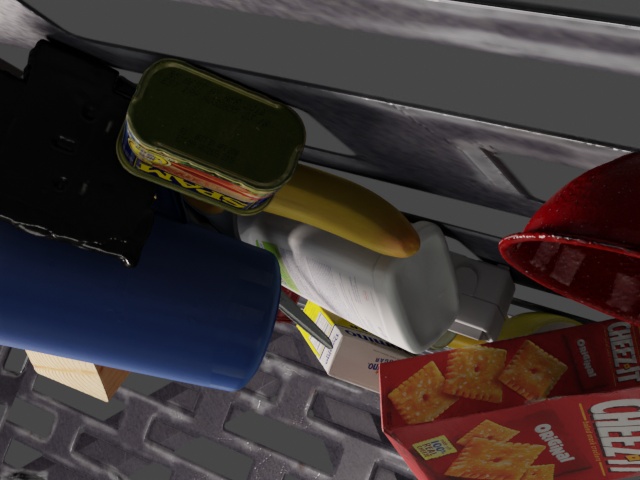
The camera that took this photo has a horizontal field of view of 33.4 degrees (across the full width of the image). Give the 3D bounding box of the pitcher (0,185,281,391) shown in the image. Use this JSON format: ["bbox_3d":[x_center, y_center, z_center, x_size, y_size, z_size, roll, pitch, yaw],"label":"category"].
[{"bbox_3d":[-0.153,0.017,0.758,0.242,0.145,0.149,17,139,-14],"label":"pitcher"}]

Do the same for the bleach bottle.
[{"bbox_3d":[-0.007,0.005,0.855,0.251,0.068,0.102,22,143,43],"label":"bleach bottle"}]

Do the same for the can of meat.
[{"bbox_3d":[-0.063,-0.058,0.614,0.102,0.057,0.084,21,170,-10],"label":"can of meat"}]

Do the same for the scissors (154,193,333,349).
[{"bbox_3d":[-0.055,0.001,0.829,0.201,0.096,0.016,30,-153,-3],"label":"scissors"}]

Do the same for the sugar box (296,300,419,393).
[{"bbox_3d":[0.039,0.103,1.036,0.093,0.048,0.176,21,-178,-13],"label":"sugar box"}]

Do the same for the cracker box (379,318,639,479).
[{"bbox_3d":[0.173,0.146,0.874,0.214,0.072,0.164,-12,142,16],"label":"cracker box"}]

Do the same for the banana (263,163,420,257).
[{"bbox_3d":[-0.018,-0.027,0.717,0.198,0.037,0.069,15,-151,20],"label":"banana"}]
